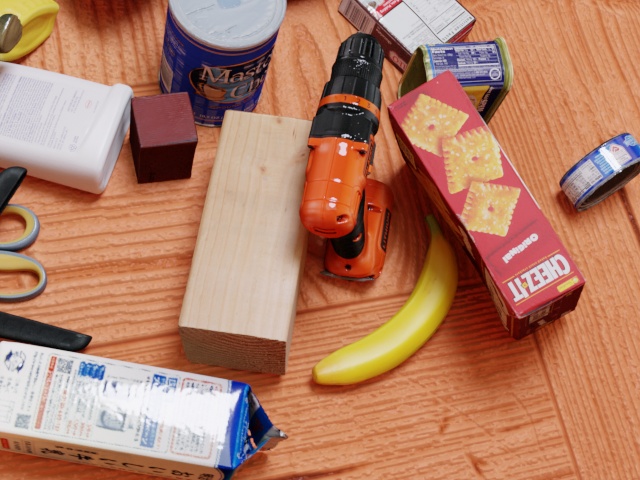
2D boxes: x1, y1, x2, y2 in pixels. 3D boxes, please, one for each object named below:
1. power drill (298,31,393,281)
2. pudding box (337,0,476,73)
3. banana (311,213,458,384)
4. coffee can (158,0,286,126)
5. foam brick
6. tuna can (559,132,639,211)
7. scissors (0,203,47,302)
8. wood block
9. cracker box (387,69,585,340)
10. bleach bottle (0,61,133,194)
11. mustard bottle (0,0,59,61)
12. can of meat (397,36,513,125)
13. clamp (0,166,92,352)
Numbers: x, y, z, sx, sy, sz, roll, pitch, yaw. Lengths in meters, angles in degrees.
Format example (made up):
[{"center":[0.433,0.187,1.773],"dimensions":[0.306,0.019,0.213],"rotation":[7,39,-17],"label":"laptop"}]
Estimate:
[{"center":[0.027,-0.060,0.923],"dimensions":[0.057,0.187,0.184],"rotation":[8,66,13],"label":"power drill"},{"center":[0.089,-0.232,1.096],"dimensions":[0.090,0.039,0.113],"rotation":[-40,82,-24],"label":"pudding box"},{"center":[0.072,0.068,0.963],"dimensions":[0.069,0.037,0.197],"rotation":[35,65,7],"label":"banana"},{"center":[-0.093,-0.182,0.977],"dimensions":[0.102,0.140,0.103],"rotation":[4,66,-10],"label":"coffee can"},{"center":[-0.143,-0.092,0.963],"dimensions":[0.053,0.078,0.051],"rotation":[-8,70,-15],"label":"foam brick"},{"center":[0.276,-0.067,1.037],"dimensions":[0.086,0.086,0.034],"rotation":[-27,73,-21],"label":"tuna can"},{"center":[-0.331,-0.001,0.916],"dimensions":[0.201,0.016,0.096],"rotation":[15,68,-6],"label":"scissors"},{"center":[-0.057,0.001,0.927],"dimensions":[0.090,0.091,0.206],"rotation":[8,65,3],"label":"wood block"},{"center":[0.145,-0.024,0.945],"dimensions":[0.072,0.164,0.214],"rotation":[-30,75,4],"label":"cracker box"},{"center":[-0.302,-0.123,0.952],"dimensions":[0.251,0.068,0.102],"rotation":[17,66,-2],"label":"bleach bottle"},{"center":[-0.346,-0.240,0.986],"dimensions":[0.191,0.058,0.096],"rotation":[32,35,3],"label":"mustard bottle"},{"center":[0.128,-0.150,1.034],"dimensions":[0.083,0.102,0.057],"rotation":[-5,69,-12],"label":"can of meat"},{"center":[-0.303,0.054,0.879],"dimensions":[0.209,0.036,0.164],"rotation":[-28,88,-12],"label":"clamp"}]
